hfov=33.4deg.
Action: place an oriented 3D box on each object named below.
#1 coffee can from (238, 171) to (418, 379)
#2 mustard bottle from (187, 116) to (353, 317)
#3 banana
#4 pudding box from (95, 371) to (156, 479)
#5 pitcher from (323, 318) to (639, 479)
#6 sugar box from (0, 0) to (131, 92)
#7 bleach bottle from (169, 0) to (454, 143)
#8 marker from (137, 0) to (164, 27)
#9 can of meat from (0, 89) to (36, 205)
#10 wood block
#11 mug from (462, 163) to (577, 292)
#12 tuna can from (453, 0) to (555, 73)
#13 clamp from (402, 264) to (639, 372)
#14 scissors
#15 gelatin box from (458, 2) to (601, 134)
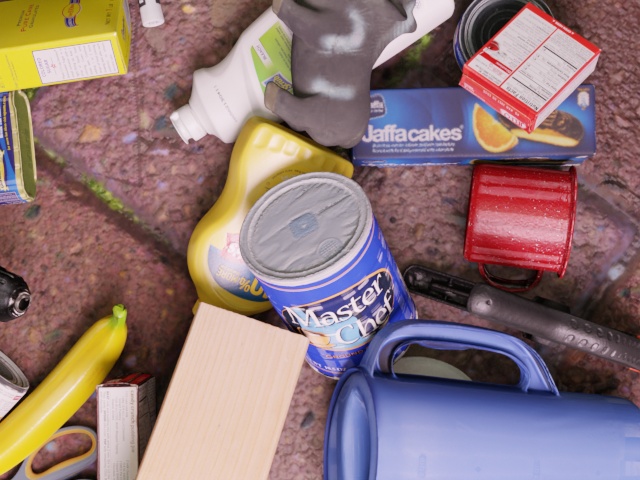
[{"bbox_3d":[0.009,0.030,0.830,0.103,0.140,0.103,-12,49,14],"label":"coffee can"},{"bbox_3d":[-0.056,0.001,0.880,0.096,0.058,0.192,23,99,-26],"label":"mustard bottle"},{"bbox_3d":[-0.223,0.127,0.885,0.037,0.069,0.198,41,89,21],"label":"banana"},{"bbox_3d":[-0.157,0.168,0.870,0.039,0.090,0.113,-3,88,0],"label":"pudding box"},{"bbox_3d":[0.131,0.159,0.820,0.242,0.149,0.145,5,49,-15],"label":"pitcher"},{"bbox_3d":[-0.248,-0.165,0.887,0.176,0.093,0.048,-7,128,-1],"label":"sugar box"},{"bbox_3d":[-0.018,-0.166,0.897,0.251,0.068,0.102,-31,86,2],"label":"bleach bottle"},{"bbox_3d":[-0.157,-0.246,0.925,0.020,0.020,0.121,-12,87,1],"label":"marker"},{"bbox_3d":[-0.290,-0.077,0.903,0.084,0.057,0.102,-6,87,0],"label":"can of meat"},{"bbox_3d":[-0.084,0.164,0.798,0.091,0.090,0.206,18,66,-2],"label":"wood block"},{"bbox_3d":[0.161,-0.009,0.877,0.081,0.093,0.117,6,124,7],"label":"mug"},{"bbox_3d":[0.157,-0.170,0.904,0.086,0.034,0.086,0,87,2],"label":"tuna can"},{"bbox_3d":[0.172,0.063,0.862,0.209,0.165,0.036,19,91,-21],"label":"clamp"},{"bbox_3d":[-0.263,0.234,0.907,0.202,0.016,0.096,-36,87,0],"label":"scissors"},{"bbox_3d":[0.166,-0.137,0.850,0.073,0.030,0.089,39,70,19],"label":"gelatin box"}]
